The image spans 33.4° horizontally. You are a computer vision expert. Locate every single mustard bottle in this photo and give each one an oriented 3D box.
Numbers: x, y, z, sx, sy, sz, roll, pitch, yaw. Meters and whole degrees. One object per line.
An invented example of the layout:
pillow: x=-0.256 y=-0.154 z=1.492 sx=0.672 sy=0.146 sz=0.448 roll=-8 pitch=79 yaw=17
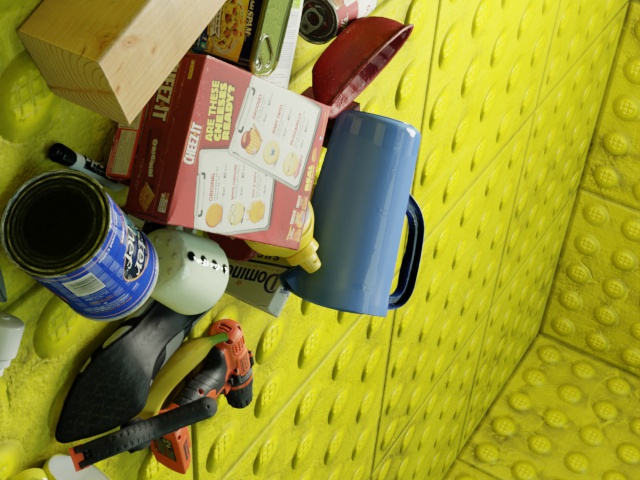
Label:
mustard bottle: x=-0.062 y=-0.041 z=1.231 sx=0.191 sy=0.058 sz=0.096 roll=53 pitch=51 yaw=-14

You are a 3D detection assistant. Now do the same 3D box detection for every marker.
marker: x=-0.224 y=-0.070 z=1.028 sx=0.020 sy=0.020 sz=0.121 roll=-65 pitch=159 yaw=-3

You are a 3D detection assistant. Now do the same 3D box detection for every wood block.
wood block: x=-0.155 y=-0.215 z=0.938 sx=0.206 sy=0.091 sz=0.090 roll=-57 pitch=157 yaw=-21

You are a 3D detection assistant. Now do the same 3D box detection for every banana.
banana: x=-0.188 y=0.178 z=1.290 sx=0.069 sy=0.037 sz=0.198 roll=19 pitch=124 yaw=-39

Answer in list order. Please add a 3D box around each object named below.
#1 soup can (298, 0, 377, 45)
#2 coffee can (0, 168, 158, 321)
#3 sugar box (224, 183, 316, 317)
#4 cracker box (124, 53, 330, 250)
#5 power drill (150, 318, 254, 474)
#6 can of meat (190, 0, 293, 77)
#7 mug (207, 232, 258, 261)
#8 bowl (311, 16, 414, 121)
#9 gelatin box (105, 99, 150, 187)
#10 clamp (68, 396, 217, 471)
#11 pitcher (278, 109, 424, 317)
soup can: x=0.018 y=-0.287 z=1.296 sx=0.102 sy=0.069 sz=0.068 roll=-43 pitch=149 yaw=-44
coffee can: x=-0.220 y=0.008 z=0.992 sx=0.102 sy=0.103 sz=0.140 roll=-60 pitch=162 yaw=-13
sugar box: x=-0.059 y=0.002 z=1.388 sx=0.176 sy=0.093 sz=0.048 roll=-63 pitch=154 yaw=-10
cracker box: x=-0.090 y=-0.087 z=1.092 sx=0.213 sy=0.072 sz=0.164 roll=12 pitch=91 yaw=-54
power drill: x=-0.156 y=0.220 z=1.446 sx=0.187 sy=0.057 sz=0.184 roll=-54 pitch=152 yaw=-34
can of meat: x=-0.083 y=-0.228 z=1.098 sx=0.057 sy=0.084 sz=0.102 roll=-24 pitch=132 yaw=-63
mug: x=-0.093 y=-0.022 z=1.312 sx=0.081 sy=0.093 sz=0.117 roll=-38 pitch=-178 yaw=-41
bowl: x=0.040 y=-0.220 z=1.298 sx=0.162 sy=0.055 sz=0.162 roll=-45 pitch=178 yaw=-3
gelatin box: x=-0.178 y=-0.096 z=1.071 sx=0.073 sy=0.030 sz=0.089 roll=29 pitch=71 yaw=-68
clamp: x=-0.212 y=0.225 z=1.234 sx=0.171 sy=0.039 sz=0.120 roll=-16 pitch=165 yaw=-27
pitcher: x=0.054 y=-0.030 z=1.325 sx=0.149 sy=0.145 sz=0.243 roll=12 pitch=93 yaw=-73
